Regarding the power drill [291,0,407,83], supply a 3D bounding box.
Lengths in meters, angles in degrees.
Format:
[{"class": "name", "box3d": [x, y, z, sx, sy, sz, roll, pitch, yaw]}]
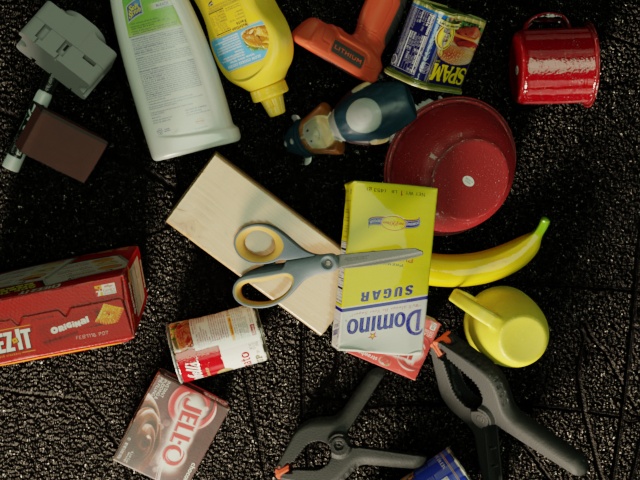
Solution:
[{"class": "power drill", "box3d": [0.046, -0.277, 1.131, 0.184, 0.057, 0.188, 27, 97, -29]}]

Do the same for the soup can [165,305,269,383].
[{"class": "soup can", "box3d": [-0.113, 0.112, 1.182, 0.102, 0.068, 0.068, -14, 98, -4]}]

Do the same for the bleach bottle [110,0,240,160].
[{"class": "bleach bottle", "box3d": [-0.164, -0.217, 1.139, 0.102, 0.068, 0.251, -14, 96, -4]}]

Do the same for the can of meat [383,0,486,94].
[{"class": "can of meat", "box3d": [0.125, -0.207, 1.141, 0.058, 0.101, 0.084, 31, 110, 33]}]

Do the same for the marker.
[{"class": "marker", "box3d": [-0.311, -0.132, 1.156, 0.020, 0.020, 0.121, 26, 94, -8]}]

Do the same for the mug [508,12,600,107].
[{"class": "mug", "box3d": [0.254, -0.202, 1.175, 0.081, 0.093, 0.117, -2, 66, -1]}]

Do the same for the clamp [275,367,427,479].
[{"class": "clamp", "box3d": [0.025, 0.221, 1.220, 0.171, 0.039, 0.120, -17, 76, 3]}]

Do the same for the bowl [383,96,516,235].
[{"class": "bowl", "box3d": [0.153, -0.074, 1.170, 0.162, 0.055, 0.162, -6, 111, -16]}]

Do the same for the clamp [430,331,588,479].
[{"class": "clamp", "box3d": [0.199, 0.194, 1.198, 0.036, 0.165, 0.210, -31, 93, -39]}]

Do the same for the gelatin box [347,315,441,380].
[{"class": "gelatin box", "box3d": [0.083, 0.109, 1.220, 0.089, 0.030, 0.073, 24, 94, -8]}]

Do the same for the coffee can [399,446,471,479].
[{"class": "coffee can", "box3d": [0.116, 0.316, 1.213, 0.140, 0.103, 0.103, -34, 99, -1]}]

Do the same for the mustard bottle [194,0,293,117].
[{"class": "mustard bottle", "box3d": [-0.078, -0.224, 1.135, 0.096, 0.058, 0.191, -12, 102, 39]}]

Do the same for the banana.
[{"class": "banana", "box3d": [0.164, 0.020, 1.211, 0.198, 0.037, 0.069, -12, 110, -1]}]

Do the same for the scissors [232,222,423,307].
[{"class": "scissors", "box3d": [-0.005, 0.007, 1.084, 0.202, 0.016, 0.096, -23, 88, 16]}]

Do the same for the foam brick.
[{"class": "foam brick", "box3d": [-0.276, -0.103, 1.136, 0.078, 0.053, 0.051, 27, 93, -25]}]

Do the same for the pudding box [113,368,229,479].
[{"class": "pudding box", "box3d": [-0.168, 0.213, 1.203, 0.090, 0.039, 0.113, 28, 94, -9]}]

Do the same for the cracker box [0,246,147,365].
[{"class": "cracker box", "box3d": [-0.266, 0.065, 1.086, 0.164, 0.214, 0.072, -11, 98, -4]}]

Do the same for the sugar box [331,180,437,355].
[{"class": "sugar box", "box3d": [0.066, 0.029, 1.111, 0.093, 0.048, 0.176, 4, 90, -9]}]

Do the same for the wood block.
[{"class": "wood block", "box3d": [-0.058, 0.002, 1.163, 0.206, 0.090, 0.091, 37, 92, -8]}]
